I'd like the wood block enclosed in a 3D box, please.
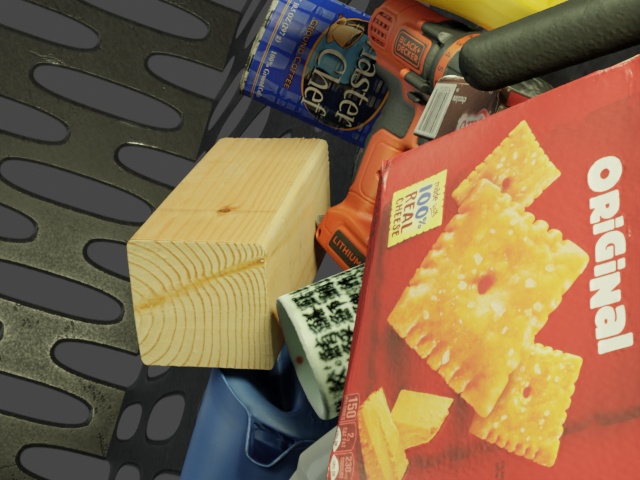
[{"bbox_3d":[-0.055,0.000,0.754,0.206,0.091,0.090,-63,-28,-64],"label":"wood block"}]

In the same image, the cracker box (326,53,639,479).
[{"bbox_3d":[0.101,0.023,0.366,0.214,0.072,0.164,-20,50,48],"label":"cracker box"}]

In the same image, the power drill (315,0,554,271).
[{"bbox_3d":[0.071,-0.052,0.710,0.185,0.057,0.188,49,126,51],"label":"power drill"}]

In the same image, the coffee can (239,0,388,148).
[{"bbox_3d":[0.018,-0.137,0.868,0.103,0.140,0.103,-176,110,-90],"label":"coffee can"}]

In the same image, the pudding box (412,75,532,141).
[{"bbox_3d":[0.107,-0.051,0.545,0.113,0.090,0.039,-127,58,-75],"label":"pudding box"}]

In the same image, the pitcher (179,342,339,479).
[{"bbox_3d":[-0.039,0.182,0.779,0.145,0.149,0.243,53,131,45],"label":"pitcher"}]
